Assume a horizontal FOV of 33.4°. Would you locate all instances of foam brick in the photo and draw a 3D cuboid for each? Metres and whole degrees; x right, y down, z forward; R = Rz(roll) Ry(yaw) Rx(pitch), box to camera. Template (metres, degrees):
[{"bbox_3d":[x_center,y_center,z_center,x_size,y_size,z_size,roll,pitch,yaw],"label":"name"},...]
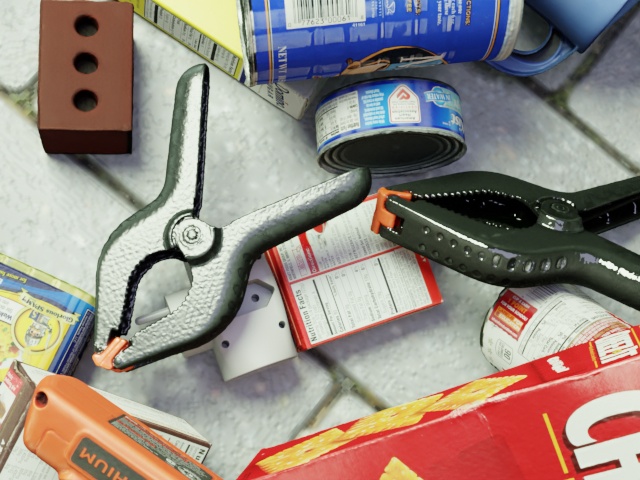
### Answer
[{"bbox_3d":[-0.133,-0.092,0.609,0.053,0.051,0.078,0,78,-10],"label":"foam brick"}]

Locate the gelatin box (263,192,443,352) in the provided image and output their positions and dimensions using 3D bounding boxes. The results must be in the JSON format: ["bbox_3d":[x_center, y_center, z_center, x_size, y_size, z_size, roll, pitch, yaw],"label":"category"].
[{"bbox_3d":[0.017,0.017,0.620,0.089,0.030,0.073,-18,83,-13],"label":"gelatin box"}]

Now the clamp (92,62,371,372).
[{"bbox_3d":[-0.054,0.001,0.562,0.120,0.039,0.171,24,82,14],"label":"clamp"}]

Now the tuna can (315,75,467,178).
[{"bbox_3d":[0.040,-0.064,0.612,0.086,0.086,0.034,-2,77,-9],"label":"tuna can"}]

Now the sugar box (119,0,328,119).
[{"bbox_3d":[-0.059,-0.160,0.638,0.176,0.048,0.093,32,75,0],"label":"sugar box"}]

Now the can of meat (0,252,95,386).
[{"bbox_3d":[-0.177,0.053,0.569,0.102,0.057,0.084,25,73,-4],"label":"can of meat"}]

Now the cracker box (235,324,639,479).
[{"bbox_3d":[0.086,0.152,0.510,0.214,0.072,0.164,-20,92,14],"label":"cracker box"}]

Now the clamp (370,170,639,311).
[{"bbox_3d":[0.135,-0.008,0.606,0.210,0.036,0.164,11,32,1],"label":"clamp"}]

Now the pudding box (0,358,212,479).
[{"bbox_3d":[-0.122,0.121,0.537,0.113,0.039,0.090,29,86,-40],"label":"pudding box"}]

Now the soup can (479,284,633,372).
[{"bbox_3d":[0.144,0.067,0.584,0.068,0.068,0.102,-35,42,-14],"label":"soup can"}]

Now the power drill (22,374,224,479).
[{"bbox_3d":[-0.138,0.155,0.462,0.184,0.057,0.187,33,89,1],"label":"power drill"}]

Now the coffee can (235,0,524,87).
[{"bbox_3d":[0.025,-0.140,0.566,0.140,0.103,0.103,-7,79,-5],"label":"coffee can"}]
